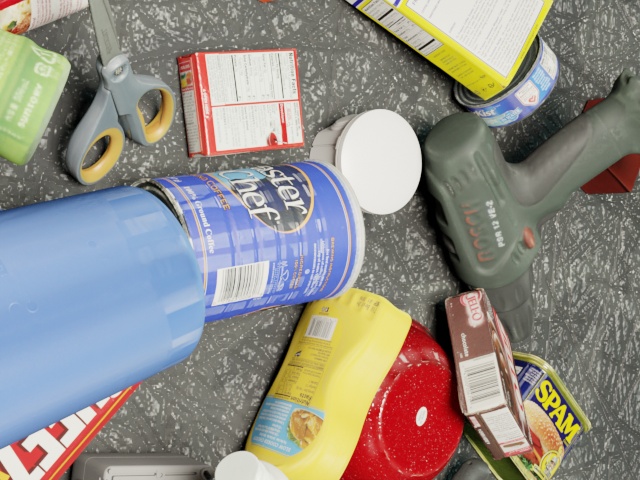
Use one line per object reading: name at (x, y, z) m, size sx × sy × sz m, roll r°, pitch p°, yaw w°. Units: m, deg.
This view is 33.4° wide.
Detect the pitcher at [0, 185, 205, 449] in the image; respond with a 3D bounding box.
pitcher at (-0.187, 0.040, 0.543) m, size 0.242 × 0.145 × 0.149 m, roll -20°, pitch 121°, yaw -39°

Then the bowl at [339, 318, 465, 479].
bowl at (0.065, 0.140, 0.861) m, size 0.161 × 0.055 × 0.162 m, roll -1°, pitch 92°, yaw -36°

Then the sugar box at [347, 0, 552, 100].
sugar box at (0.090, -0.199, 0.844) m, size 0.176 × 0.048 × 0.093 m, roll 33°, pitch 71°, yaw -11°

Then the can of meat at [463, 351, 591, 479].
can of meat at (0.180, 0.164, 0.946) m, size 0.083 × 0.058 × 0.102 m, roll -48°, pitch 117°, yaw -22°

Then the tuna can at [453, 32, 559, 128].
tuna can at (0.157, -0.137, 0.899) m, size 0.033 × 0.086 × 0.086 m, roll 40°, pitch 69°, yaw -32°

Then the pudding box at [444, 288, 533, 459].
pudding box at (0.138, 0.110, 0.876) m, size 0.090 × 0.039 × 0.113 m, roll 54°, pitch 26°, yaw -47°

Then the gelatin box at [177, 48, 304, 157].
gelatin box at (-0.056, -0.100, 0.777) m, size 0.089 × 0.030 × 0.073 m, roll -10°, pitch 96°, yaw -36°

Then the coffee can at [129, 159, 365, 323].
coffee can at (-0.055, 0.001, 0.736) m, size 0.140 × 0.103 × 0.103 m, roll -9°, pitch 97°, yaw -36°

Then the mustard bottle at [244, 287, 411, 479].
mustard bottle at (-0.007, 0.129, 0.780) m, size 0.058 × 0.096 × 0.191 m, roll 35°, pitch 73°, yaw -32°

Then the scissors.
scissors at (-0.138, -0.089, 0.650) m, size 0.016 × 0.201 × 0.096 m, roll 42°, pitch 86°, yaw 15°
